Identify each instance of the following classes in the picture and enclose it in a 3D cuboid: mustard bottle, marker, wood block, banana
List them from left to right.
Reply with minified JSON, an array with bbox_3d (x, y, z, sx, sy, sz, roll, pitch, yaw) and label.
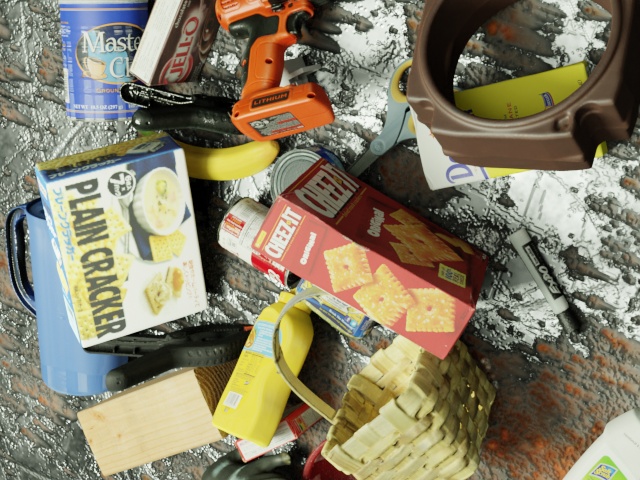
[{"bbox_3d":[-0.189,0.216,1.327,0.206,0.090,0.090,-23,90,32],"label":"wood block"},{"bbox_3d":[-0.128,-0.097,1.235,0.198,0.069,0.037,9,62,26],"label":"banana"},{"bbox_3d":[-0.055,0.134,1.216,0.096,0.058,0.191,3,68,61],"label":"mustard bottle"},{"bbox_3d":[0.230,0.044,1.086,0.020,0.020,0.121,-32,85,32],"label":"marker"}]

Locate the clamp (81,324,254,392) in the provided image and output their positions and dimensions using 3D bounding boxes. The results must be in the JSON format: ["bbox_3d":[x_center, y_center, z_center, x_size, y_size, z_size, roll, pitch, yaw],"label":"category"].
[{"bbox_3d":[-0.168,0.130,1.240,0.209,0.165,0.036,-5,104,-14],"label":"clamp"}]

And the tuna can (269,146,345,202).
[{"bbox_3d":[-0.012,-0.062,1.191,0.086,0.033,0.086,7,105,28],"label":"tuna can"}]

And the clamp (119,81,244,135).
[{"bbox_3d":[-0.137,-0.139,1.178,0.171,0.120,0.039,5,118,-11],"label":"clamp"}]

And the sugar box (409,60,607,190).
[{"bbox_3d":[0.183,-0.111,1.048,0.176,0.048,0.093,-12,97,21],"label":"sugar box"}]

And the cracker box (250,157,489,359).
[{"bbox_3d":[0.058,0.010,1.065,0.214,0.164,0.072,31,112,4],"label":"cracker box"}]

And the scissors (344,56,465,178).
[{"bbox_3d":[0.061,-0.120,1.126,0.202,0.016,0.096,-26,86,21],"label":"scissors"}]

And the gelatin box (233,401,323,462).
[{"bbox_3d":[-0.047,0.223,1.257,0.089,0.073,0.030,-31,87,31],"label":"gelatin box"}]

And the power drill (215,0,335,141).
[{"bbox_3d":[-0.025,-0.205,1.109,0.185,0.057,0.187,-14,61,26],"label":"power drill"}]

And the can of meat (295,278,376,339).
[{"bbox_3d":[0.032,0.048,1.180,0.102,0.057,0.084,38,119,17],"label":"can of meat"}]

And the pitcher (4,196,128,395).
[{"bbox_3d":[-0.307,0.064,1.339,0.149,0.144,0.243,34,126,57],"label":"pitcher"}]

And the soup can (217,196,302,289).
[{"bbox_3d":[-0.058,0.001,1.213,0.102,0.068,0.069,31,115,21],"label":"soup can"}]

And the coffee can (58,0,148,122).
[{"bbox_3d":[-0.251,-0.215,1.252,0.103,0.102,0.140,7,105,28],"label":"coffee can"}]

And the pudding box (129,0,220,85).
[{"bbox_3d":[-0.158,-0.232,1.202,0.039,0.089,0.114,34,116,20],"label":"pudding box"}]
